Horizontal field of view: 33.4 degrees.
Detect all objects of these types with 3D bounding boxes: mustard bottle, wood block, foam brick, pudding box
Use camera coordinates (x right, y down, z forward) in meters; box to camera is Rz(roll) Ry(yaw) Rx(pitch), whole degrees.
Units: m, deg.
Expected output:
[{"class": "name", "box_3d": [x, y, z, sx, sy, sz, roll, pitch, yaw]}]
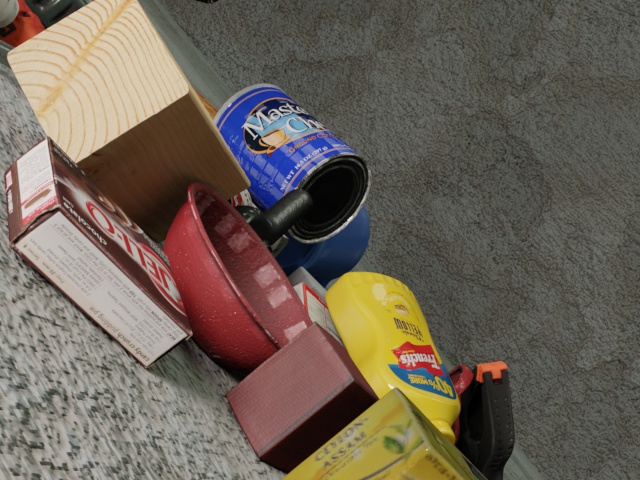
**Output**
[{"class": "mustard bottle", "box_3d": [0.070, 0.115, 0.914, 0.096, 0.058, 0.192, 23, 33, -38]}, {"class": "wood block", "box_3d": [-0.125, -0.079, 0.750, 0.090, 0.091, 0.206, 59, -1, 15]}, {"class": "foam brick", "box_3d": [-0.011, 0.102, 0.681, 0.051, 0.078, 0.053, 53, 3, 35]}, {"class": "pudding box", "box_3d": [-0.124, 0.006, 0.594, 0.113, 0.039, 0.090, 47, 6, -33]}]

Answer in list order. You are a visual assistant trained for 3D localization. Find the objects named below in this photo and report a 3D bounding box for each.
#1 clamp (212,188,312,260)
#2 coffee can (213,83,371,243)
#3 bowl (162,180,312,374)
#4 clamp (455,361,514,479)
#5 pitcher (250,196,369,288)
[{"class": "clamp", "box_3d": [-0.056, 0.001, 0.898, 0.039, 0.120, 0.171, 17, -4, 17]}, {"class": "coffee can", "box_3d": [-0.032, -0.078, 1.056, 0.140, 0.103, 0.102, 43, 0, 35]}, {"class": "bowl", "box_3d": [-0.064, 0.039, 0.755, 0.162, 0.055, 0.162, 54, 8, -12]}, {"class": "clamp", "box_3d": [0.162, 0.212, 1.107, 0.165, 0.036, 0.210, -133, -141, -63]}, {"class": "pitcher", "box_3d": [-0.024, -0.025, 1.232, 0.149, 0.145, 0.242, 49, 7, 7]}]
